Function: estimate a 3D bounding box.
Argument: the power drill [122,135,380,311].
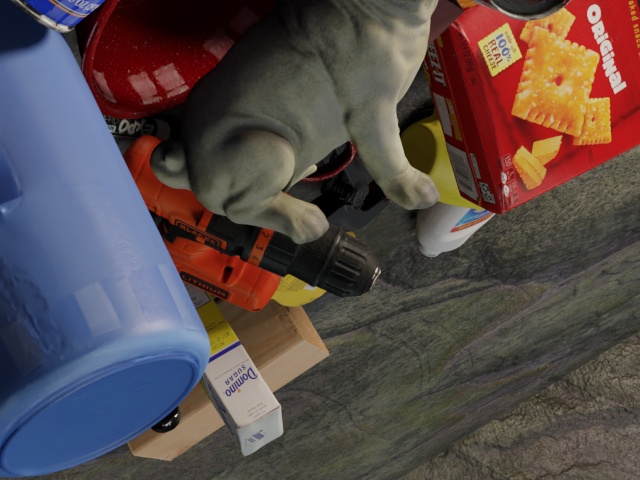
[{"bbox_3d":[-0.055,0.001,0.764,0.057,0.184,0.188,-63,-179,-17],"label":"power drill"}]

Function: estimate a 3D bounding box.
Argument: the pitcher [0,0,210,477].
[{"bbox_3d":[-0.150,-0.026,0.471,0.148,0.243,0.145,-5,146,-49],"label":"pitcher"}]

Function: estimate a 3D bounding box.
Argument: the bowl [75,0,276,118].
[{"bbox_3d":[-0.074,-0.140,0.567,0.162,0.055,0.162,-38,165,-12],"label":"bowl"}]

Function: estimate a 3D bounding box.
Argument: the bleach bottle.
[{"bbox_3d":[0.169,-0.060,1.096,0.102,0.068,0.251,-19,158,-31],"label":"bleach bottle"}]

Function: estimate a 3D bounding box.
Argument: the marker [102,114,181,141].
[{"bbox_3d":[-0.127,-0.075,0.708,0.020,0.020,0.120,-43,156,26],"label":"marker"}]

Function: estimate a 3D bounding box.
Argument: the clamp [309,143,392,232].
[{"bbox_3d":[0.014,-0.035,0.925,0.120,0.039,0.171,-59,152,9],"label":"clamp"}]

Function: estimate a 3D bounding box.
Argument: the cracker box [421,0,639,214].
[{"bbox_3d":[0.191,-0.139,0.820,0.213,0.072,0.164,-26,116,-13],"label":"cracker box"}]

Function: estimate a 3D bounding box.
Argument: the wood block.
[{"bbox_3d":[-0.108,0.130,1.090,0.206,0.090,0.090,-34,159,7],"label":"wood block"}]

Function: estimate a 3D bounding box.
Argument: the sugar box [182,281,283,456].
[{"bbox_3d":[-0.094,0.089,0.897,0.048,0.176,0.093,-28,159,-12],"label":"sugar box"}]
